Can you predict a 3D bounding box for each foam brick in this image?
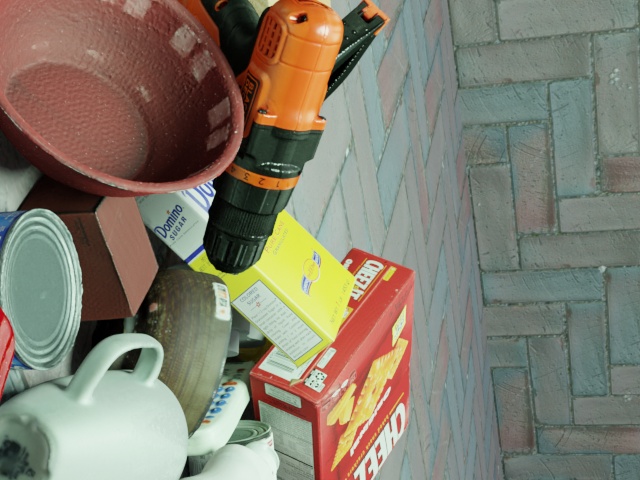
[{"bbox_3d":[-0.136,0.002,0.632,0.051,0.053,0.078,-73,156,-53],"label":"foam brick"}]

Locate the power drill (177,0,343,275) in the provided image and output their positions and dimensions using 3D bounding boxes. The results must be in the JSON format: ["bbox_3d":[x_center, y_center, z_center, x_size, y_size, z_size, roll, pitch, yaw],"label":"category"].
[{"bbox_3d":[-0.063,-0.095,0.702,0.188,0.057,0.185,48,-55,44],"label":"power drill"}]

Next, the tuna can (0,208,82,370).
[{"bbox_3d":[-0.161,0.027,0.567,0.086,0.034,0.086,-3,90,-76],"label":"tuna can"}]

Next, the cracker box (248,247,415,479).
[{"bbox_3d":[0.017,0.140,0.927,0.164,0.072,0.214,-49,150,-38],"label":"cracker box"}]

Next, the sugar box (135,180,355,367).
[{"bbox_3d":[-0.055,0.001,0.781,0.176,0.048,0.093,46,28,-13],"label":"sugar box"}]

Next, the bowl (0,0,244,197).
[{"bbox_3d":[-0.125,-0.081,0.595,0.162,0.055,0.162,22,47,-26],"label":"bowl"}]
